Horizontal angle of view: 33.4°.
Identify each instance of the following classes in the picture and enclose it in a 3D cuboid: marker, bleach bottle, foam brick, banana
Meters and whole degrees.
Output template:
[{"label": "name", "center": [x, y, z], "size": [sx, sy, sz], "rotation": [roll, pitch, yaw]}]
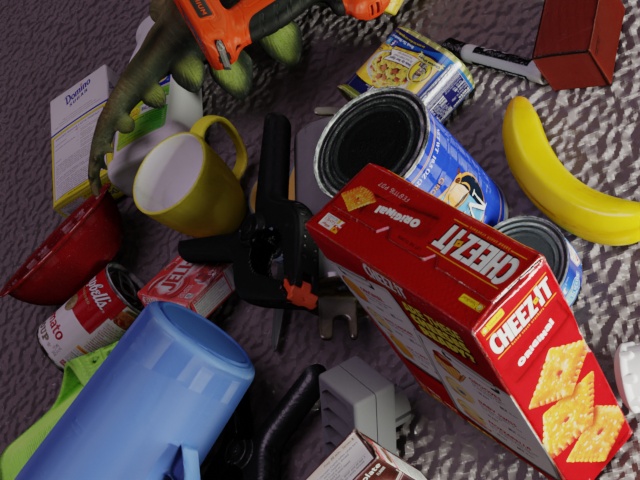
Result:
[{"label": "marker", "center": [0.153, -0.161, 0.950], "size": [0.121, 0.020, 0.020], "rotation": [27, 81, 44]}, {"label": "bleach bottle", "center": [-0.181, -0.168, 1.183], "size": [0.103, 0.068, 0.251], "rotation": [-24, 49, 21]}, {"label": "foam brick", "center": [0.215, -0.172, 0.887], "size": [0.051, 0.053, 0.078], "rotation": [-1, 63, 37]}, {"label": "banana", "center": [0.195, -0.048, 0.841], "size": [0.069, 0.037, 0.198], "rotation": [-36, 46, -9]}]

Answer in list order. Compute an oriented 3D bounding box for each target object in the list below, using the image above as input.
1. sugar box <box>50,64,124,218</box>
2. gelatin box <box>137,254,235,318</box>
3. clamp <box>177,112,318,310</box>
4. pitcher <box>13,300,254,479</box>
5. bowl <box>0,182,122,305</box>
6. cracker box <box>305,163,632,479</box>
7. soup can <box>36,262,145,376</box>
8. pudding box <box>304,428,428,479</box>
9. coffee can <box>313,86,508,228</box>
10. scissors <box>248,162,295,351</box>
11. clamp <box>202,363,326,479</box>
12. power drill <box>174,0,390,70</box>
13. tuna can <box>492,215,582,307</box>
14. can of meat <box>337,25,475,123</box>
[{"label": "sugar box", "center": [-0.262, -0.112, 1.223], "size": [0.093, 0.048, 0.176], "rotation": [-29, 46, 20]}, {"label": "gelatin box", "center": [-0.116, 0.038, 1.004], "size": [0.073, 0.030, 0.089], "rotation": [7, 40, 41]}, {"label": "clamp", "center": [-0.056, 0.001, 0.916], "size": [0.165, 0.036, 0.210], "rotation": [-51, 36, 20]}, {"label": "pitcher", "center": [-0.156, 0.180, 0.883], "size": [0.149, 0.145, 0.243], "rotation": [35, 96, 0]}, {"label": "bowl", "center": [-0.256, 0.016, 1.106], "size": [0.162, 0.055, 0.162], "rotation": [-42, 15, 13]}, {"label": "cracker box", "center": [0.104, 0.061, 0.716], "size": [0.072, 0.213, 0.164], "rotation": [-46, 44, -11]}, {"label": "soup can", "center": [-0.222, 0.079, 1.059], "size": [0.102, 0.068, 0.068], "rotation": [-40, 46, 12]}, {"label": "pudding box", "center": [0.019, 0.201, 0.782], "size": [0.113, 0.090, 0.039], "rotation": [-48, 45, 2]}, {"label": "coffee can", "center": [0.074, -0.043, 0.853], "size": [0.103, 0.140, 0.103], "rotation": [-19, 53, 28]}, {"label": "scissors", "center": [-0.046, 0.007, 1.004], "size": [0.096, 0.016, 0.201], "rotation": [2, 65, 40]}, {"label": "clamp", "center": [-0.051, 0.174, 0.886], "size": [0.120, 0.039, 0.171], "rotation": [-19, 53, 44]}, {"label": "power drill", "center": [-0.049, -0.259, 1.019], "size": [0.187, 0.057, 0.184], "rotation": [-27, 65, -3]}, {"label": "tuna can", "center": [0.157, 0.026, 0.823], "size": [0.086, 0.033, 0.086], "rotation": [-19, 54, 28]}, {"label": "can of meat", "center": [0.079, -0.139, 0.969], "size": [0.084, 0.057, 0.102], "rotation": [-48, 46, 0]}]
